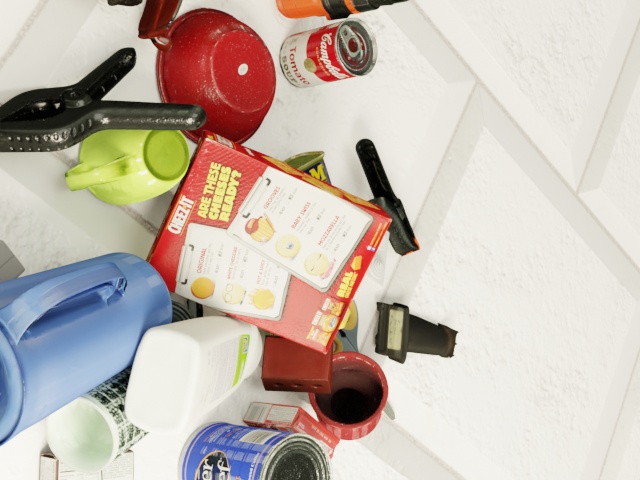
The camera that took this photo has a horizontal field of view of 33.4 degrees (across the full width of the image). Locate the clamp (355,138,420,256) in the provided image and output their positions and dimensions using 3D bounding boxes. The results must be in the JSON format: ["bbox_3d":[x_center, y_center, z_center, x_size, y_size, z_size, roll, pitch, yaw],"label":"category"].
[{"bbox_3d":[0.084,-0.047,1.346,0.171,0.039,0.120,57,24,-53],"label":"clamp"}]

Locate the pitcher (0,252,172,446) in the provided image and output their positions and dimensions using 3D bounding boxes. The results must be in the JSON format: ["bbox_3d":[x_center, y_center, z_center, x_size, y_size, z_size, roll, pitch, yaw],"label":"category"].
[{"bbox_3d":[-0.235,0.081,0.962,0.242,0.149,0.145,-26,117,-60],"label":"pitcher"}]

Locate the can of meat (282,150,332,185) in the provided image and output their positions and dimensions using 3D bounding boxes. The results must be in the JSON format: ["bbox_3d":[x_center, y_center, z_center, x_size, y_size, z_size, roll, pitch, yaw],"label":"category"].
[{"bbox_3d":[-0.028,-0.048,1.253,0.101,0.058,0.084,-33,112,-38],"label":"can of meat"}]

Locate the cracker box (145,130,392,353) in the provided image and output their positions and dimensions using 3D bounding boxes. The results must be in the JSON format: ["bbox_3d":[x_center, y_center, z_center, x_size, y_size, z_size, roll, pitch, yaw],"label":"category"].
[{"bbox_3d":[-0.057,0.001,1.124,0.213,0.072,0.164,23,100,-13],"label":"cracker box"}]

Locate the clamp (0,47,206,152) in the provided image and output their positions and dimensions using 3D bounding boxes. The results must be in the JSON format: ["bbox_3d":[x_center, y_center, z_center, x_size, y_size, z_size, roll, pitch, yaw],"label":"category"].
[{"bbox_3d":[-0.226,-0.123,1.030,0.209,0.165,0.036,-27,134,-32],"label":"clamp"}]

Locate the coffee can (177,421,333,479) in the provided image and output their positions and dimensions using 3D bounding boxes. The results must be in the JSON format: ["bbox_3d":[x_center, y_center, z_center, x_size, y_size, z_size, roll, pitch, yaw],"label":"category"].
[{"bbox_3d":[-0.071,0.251,1.140,0.102,0.141,0.103,3,86,-43],"label":"coffee can"}]

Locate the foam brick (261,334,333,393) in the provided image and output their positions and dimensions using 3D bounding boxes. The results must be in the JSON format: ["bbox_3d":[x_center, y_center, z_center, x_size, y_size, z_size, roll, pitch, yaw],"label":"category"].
[{"bbox_3d":[-0.025,0.141,1.208,0.053,0.078,0.051,82,10,-64],"label":"foam brick"}]

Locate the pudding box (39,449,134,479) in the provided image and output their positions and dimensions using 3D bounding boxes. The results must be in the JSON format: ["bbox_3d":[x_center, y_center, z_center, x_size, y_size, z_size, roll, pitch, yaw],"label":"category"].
[{"bbox_3d":[-0.232,0.265,1.061,0.089,0.039,0.113,4,83,-41],"label":"pudding box"}]

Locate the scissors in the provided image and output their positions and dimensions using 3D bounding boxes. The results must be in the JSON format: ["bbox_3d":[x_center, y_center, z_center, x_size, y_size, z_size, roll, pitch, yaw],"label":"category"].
[{"bbox_3d":[0.050,0.137,1.341,0.201,0.016,0.096,42,61,-33],"label":"scissors"}]

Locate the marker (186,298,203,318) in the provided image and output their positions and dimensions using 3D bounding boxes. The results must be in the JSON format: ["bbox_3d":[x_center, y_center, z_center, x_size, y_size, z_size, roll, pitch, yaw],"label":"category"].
[{"bbox_3d":[-0.138,0.058,1.170,0.020,0.020,0.121,1,87,-42],"label":"marker"}]

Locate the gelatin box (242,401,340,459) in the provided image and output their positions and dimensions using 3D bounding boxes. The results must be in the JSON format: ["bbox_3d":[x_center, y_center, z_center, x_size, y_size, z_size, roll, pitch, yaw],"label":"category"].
[{"bbox_3d":[-0.033,0.216,1.210,0.073,0.089,0.030,46,59,-31],"label":"gelatin box"}]

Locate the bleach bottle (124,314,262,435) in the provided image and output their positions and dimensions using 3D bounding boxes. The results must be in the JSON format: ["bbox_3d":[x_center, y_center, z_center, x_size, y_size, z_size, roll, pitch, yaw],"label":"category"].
[{"bbox_3d":[-0.114,0.129,1.097,0.250,0.068,0.102,2,102,-76],"label":"bleach bottle"}]

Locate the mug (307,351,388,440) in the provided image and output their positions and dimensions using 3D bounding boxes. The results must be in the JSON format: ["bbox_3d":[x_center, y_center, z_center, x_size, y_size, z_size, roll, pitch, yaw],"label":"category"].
[{"bbox_3d":[0.025,0.180,1.263,0.093,0.117,0.081,-39,159,-15],"label":"mug"}]

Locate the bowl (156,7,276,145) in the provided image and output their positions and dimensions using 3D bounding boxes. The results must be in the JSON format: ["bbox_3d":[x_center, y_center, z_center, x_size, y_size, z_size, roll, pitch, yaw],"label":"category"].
[{"bbox_3d":[-0.102,-0.184,1.193,0.161,0.055,0.162,4,85,-42],"label":"bowl"}]

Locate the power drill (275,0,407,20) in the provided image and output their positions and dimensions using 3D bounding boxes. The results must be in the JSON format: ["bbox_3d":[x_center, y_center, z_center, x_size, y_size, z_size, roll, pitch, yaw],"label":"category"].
[{"bbox_3d":[0.055,-0.337,1.271,0.187,0.185,0.057,-62,140,-36],"label":"power drill"}]

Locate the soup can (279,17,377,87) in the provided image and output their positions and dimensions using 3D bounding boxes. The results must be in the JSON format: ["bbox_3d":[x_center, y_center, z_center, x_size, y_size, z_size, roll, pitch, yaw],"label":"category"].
[{"bbox_3d":[0.008,-0.220,1.263,0.068,0.102,0.068,3,86,-42],"label":"soup can"}]
